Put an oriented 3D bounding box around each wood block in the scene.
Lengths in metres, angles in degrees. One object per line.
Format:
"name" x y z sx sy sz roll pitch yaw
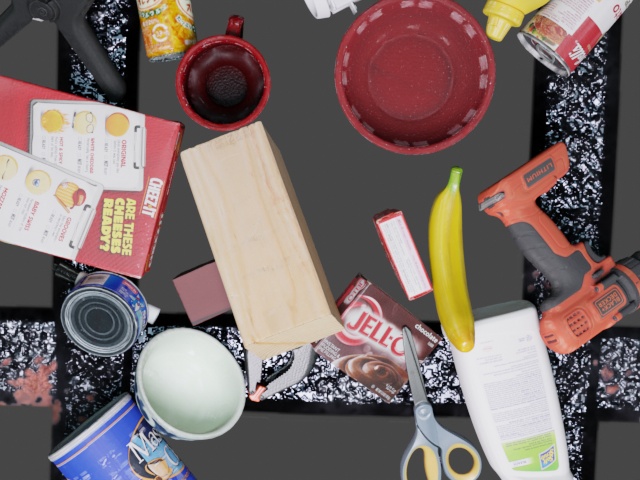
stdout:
"wood block" -0.057 0.002 1.052 0.090 0.091 0.206 -21 73 4

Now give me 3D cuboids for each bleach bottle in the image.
"bleach bottle" 0.202 0.194 1.117 0.102 0.068 0.251 -13 97 1

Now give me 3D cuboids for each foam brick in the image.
"foam brick" -0.115 0.050 1.098 0.053 0.078 0.051 -24 93 0

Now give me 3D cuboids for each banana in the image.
"banana" 0.131 0.026 1.082 0.037 0.069 0.198 -2 67 0

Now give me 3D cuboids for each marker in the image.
"marker" -0.227 0.054 1.127 0.121 0.020 0.020 26 94 -2

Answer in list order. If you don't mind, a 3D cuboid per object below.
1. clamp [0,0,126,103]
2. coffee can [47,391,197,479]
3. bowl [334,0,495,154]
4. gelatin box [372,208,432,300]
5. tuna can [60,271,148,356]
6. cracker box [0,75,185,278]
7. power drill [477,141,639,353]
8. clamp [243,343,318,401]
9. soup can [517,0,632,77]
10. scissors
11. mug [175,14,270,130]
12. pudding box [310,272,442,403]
"clamp" -0.256 -0.226 1.044 0.164 0.036 0.210 19 136 -7
"coffee can" -0.196 0.243 1.101 0.103 0.103 0.140 -38 94 3
"bowl" 0.094 -0.168 1.089 0.162 0.055 0.162 0 95 0
"gelatin box" 0.083 0.012 1.095 0.030 0.073 0.089 -23 94 2
"tuna can" -0.224 0.077 1.106 0.086 0.033 0.086 5 117 10
"cracker box" -0.262 -0.068 1.092 0.213 0.072 0.164 15 95 -2
"power drill" 0.261 -0.003 1.084 0.184 0.057 0.187 -31 86 -26
"clamp" -0.019 0.095 1.121 0.120 0.039 0.171 22 97 -3
"soup can" 0.258 -0.226 1.078 0.068 0.068 0.102 40 93 -3
"scissors" 0.126 0.184 1.119 0.096 0.016 0.202 0 108 -8
"mug" -0.093 -0.169 1.077 0.093 0.081 0.117 7 95 0
"pudding box" 0.055 0.101 1.103 0.113 0.039 0.090 37 95 -27
